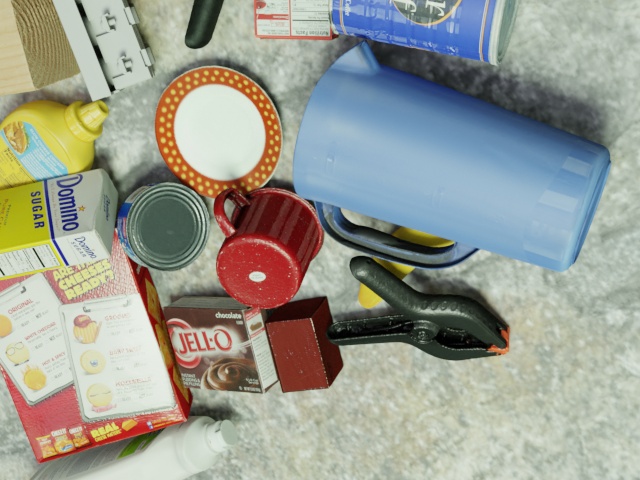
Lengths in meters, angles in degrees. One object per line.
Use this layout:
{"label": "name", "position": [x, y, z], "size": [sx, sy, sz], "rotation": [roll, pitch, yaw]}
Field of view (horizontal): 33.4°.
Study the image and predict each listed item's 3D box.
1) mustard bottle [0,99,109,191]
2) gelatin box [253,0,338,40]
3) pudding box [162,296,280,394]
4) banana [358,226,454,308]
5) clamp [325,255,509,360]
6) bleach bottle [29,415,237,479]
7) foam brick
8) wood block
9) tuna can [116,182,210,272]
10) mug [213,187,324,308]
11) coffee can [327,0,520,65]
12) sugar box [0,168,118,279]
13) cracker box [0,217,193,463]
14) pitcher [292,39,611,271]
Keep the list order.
{"label": "mustard bottle", "position": [-0.284, -0.084, 1.063], "size": [0.192, 0.058, 0.096], "rotation": [-30, 106, 25]}
{"label": "gelatin box", "position": [-0.021, -0.222, 0.942], "size": [0.073, 0.030, 0.089], "rotation": [4, 109, 16]}
{"label": "pudding box", "position": [-0.098, 0.103, 1.066], "size": [0.114, 0.039, 0.090], "rotation": [-2, 109, 36]}
{"label": "banana", "position": [0.109, 0.004, 0.975], "size": [0.198, 0.037, 0.069], "rotation": [-22, 99, 24]}
{"label": "clamp", "position": [0.088, 0.079, 0.996], "size": [0.171, 0.039, 0.120], "rotation": [22, 143, -7]}
{"label": "bleach bottle", "position": [-0.199, 0.243, 1.128], "size": [0.251, 0.102, 0.068], "rotation": [-23, 105, 25]}
{"label": "foam brick", "position": [-0.016, 0.102, 1.044], "size": [0.051, 0.053, 0.078], "rotation": [-7, 106, 21]}
{"label": "wood block", "position": [-0.351, -0.183, 1.033], "size": [0.206, 0.090, 0.090], "rotation": [-5, 107, 20]}
{"label": "tuna can", "position": [-0.152, -0.014, 1.031], "size": [0.034, 0.086, 0.086], "rotation": [8, 119, 60]}
{"label": "mug", "position": [-0.057, 0.001, 0.992], "size": [0.093, 0.081, 0.117], "rotation": [-29, 111, 27]}
{"label": "coffee can", "position": [0.088, -0.207, 0.871], "size": [0.140, 0.102, 0.103], "rotation": [14, 113, 14]}
{"label": "sugar box", "position": [-0.286, -0.011, 1.025], "size": [0.176, 0.093, 0.048], "rotation": [-14, 134, 9]}
{"label": "cracker box", "position": [-0.242, 0.101, 1.090], "size": [0.164, 0.072, 0.214], "rotation": [-17, 103, 4]}
{"label": "pitcher", "position": [0.106, -0.053, 0.891], "size": [0.243, 0.149, 0.145], "rotation": [20, 77, 16]}
